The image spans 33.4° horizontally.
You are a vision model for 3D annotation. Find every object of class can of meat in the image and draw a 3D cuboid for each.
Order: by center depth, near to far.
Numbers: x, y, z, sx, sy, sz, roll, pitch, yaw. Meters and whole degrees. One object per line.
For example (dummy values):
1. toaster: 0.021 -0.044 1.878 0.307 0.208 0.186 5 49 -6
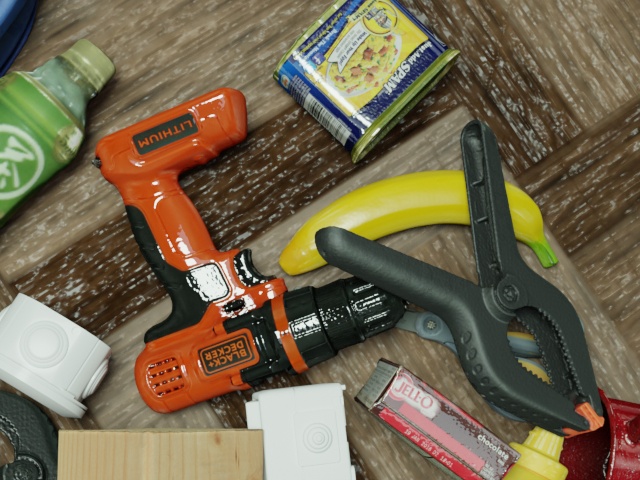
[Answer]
1. can of meat: 0.030 -0.119 0.732 0.084 0.057 0.102 44 79 3

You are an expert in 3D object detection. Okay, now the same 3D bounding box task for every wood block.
1. wood block: -0.094 0.213 0.615 0.090 0.091 0.206 9 77 -46

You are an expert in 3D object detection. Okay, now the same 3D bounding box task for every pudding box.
1. pudding box: 0.070 0.116 0.675 0.090 0.113 0.039 38 83 0

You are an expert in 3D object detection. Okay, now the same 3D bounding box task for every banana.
1. banana: 0.069 -0.014 0.731 0.197 0.037 0.069 -1 83 -6

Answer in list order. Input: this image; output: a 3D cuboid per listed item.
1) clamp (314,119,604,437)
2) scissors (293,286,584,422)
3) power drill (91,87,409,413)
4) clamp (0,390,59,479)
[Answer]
1. clamp: 0.112 0.029 0.678 0.210 0.036 0.164 48 57 -4
2. scissors: 0.083 0.078 0.731 0.201 0.016 0.096 -1 82 -6
3. power drill: -0.055 0.001 0.691 0.184 0.057 0.188 -21 82 5
4. clamp: -0.191 0.161 0.664 0.171 0.039 0.120 40 47 3
